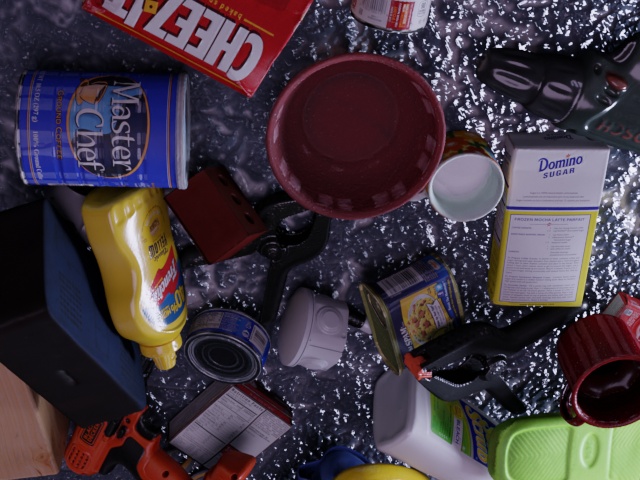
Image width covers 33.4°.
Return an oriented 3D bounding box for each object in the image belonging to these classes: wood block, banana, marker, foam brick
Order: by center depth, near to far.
[{"bbox_3d":[-0.097,-0.024,0.997,0.051,0.053,0.078,-37,85,19],"label":"foam brick"},{"bbox_3d":[-0.326,0.136,1.079,0.091,0.090,0.206,-8,122,2],"label":"wood block"},{"bbox_3d":[0.071,0.098,1.119,0.121,0.020,0.020,26,117,-18],"label":"marker"},{"bbox_3d":[0.074,0.258,1.131,0.070,0.037,0.197,-12,158,37],"label":"banana"}]

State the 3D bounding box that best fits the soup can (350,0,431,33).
[{"bbox_3d":[0.066,-0.232,0.888,0.068,0.068,0.102,7,121,-7],"label":"soup can"}]

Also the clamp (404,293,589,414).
[{"bbox_3d":[0.177,0.113,1.086,0.209,0.036,0.165,7,121,-39],"label":"clamp"}]

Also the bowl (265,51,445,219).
[{"bbox_3d":[0.030,-0.102,0.971,0.162,0.055,0.162,-2,119,-3],"label":"bowl"}]

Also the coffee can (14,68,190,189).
[{"bbox_3d":[-0.187,-0.098,0.936,0.140,0.103,0.103,1,121,-4],"label":"coffee can"}]

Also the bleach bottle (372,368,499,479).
[{"bbox_3d":[0.171,0.228,1.170,0.250,0.102,0.068,30,133,-27],"label":"bleach bottle"}]

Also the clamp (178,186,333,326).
[{"bbox_3d":[-0.057,0.001,1.043,0.120,0.039,0.172,27,117,-22],"label":"clamp"}]

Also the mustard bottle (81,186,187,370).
[{"bbox_3d":[-0.167,0.036,1.008,0.058,0.096,0.191,-1,115,21],"label":"mustard bottle"}]

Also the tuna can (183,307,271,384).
[{"bbox_3d":[-0.096,0.109,1.092,0.086,0.033,0.086,10,137,9],"label":"tuna can"}]

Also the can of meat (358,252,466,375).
[{"bbox_3d":[0.095,0.072,1.071,0.084,0.057,0.102,-25,123,-12],"label":"can of meat"}]

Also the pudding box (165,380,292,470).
[{"bbox_3d":[-0.099,0.200,1.162,0.090,0.039,0.114,40,110,-22],"label":"pudding box"}]

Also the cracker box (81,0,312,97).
[{"bbox_3d":[-0.074,-0.247,0.869,0.164,0.072,0.214,26,117,-17],"label":"cracker box"}]

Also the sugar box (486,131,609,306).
[{"bbox_3d":[0.219,-0.019,1.041,0.093,0.048,0.176,1,118,-4],"label":"sugar box"}]

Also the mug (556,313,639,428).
[{"bbox_3d":[0.282,0.137,1.080,0.093,0.081,0.117,22,117,-18],"label":"mug"}]

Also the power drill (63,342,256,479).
[{"bbox_3d":[-0.163,0.208,1.116,0.188,0.057,0.185,34,114,9],"label":"power drill"}]
